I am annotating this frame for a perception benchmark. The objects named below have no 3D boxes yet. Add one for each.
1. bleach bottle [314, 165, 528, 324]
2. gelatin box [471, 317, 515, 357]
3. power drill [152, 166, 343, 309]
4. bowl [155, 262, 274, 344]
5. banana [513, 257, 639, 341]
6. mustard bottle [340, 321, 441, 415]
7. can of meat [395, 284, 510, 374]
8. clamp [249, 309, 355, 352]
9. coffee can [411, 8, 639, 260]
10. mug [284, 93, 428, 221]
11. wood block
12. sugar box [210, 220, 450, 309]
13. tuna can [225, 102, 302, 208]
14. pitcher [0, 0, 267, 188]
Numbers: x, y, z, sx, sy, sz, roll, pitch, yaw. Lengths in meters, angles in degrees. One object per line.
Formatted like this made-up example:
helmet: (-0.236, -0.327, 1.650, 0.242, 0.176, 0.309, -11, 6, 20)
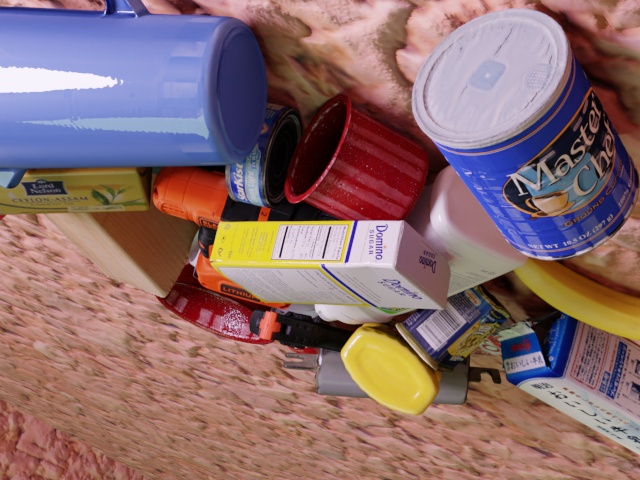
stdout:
bleach bottle: (0.067, 0.021, 0.944, 0.102, 0.068, 0.251, 27, 148, -24)
gelatin box: (0.164, 0.091, 1.120, 0.073, 0.030, 0.089, 1, 150, 41)
power drill: (-0.057, 0.001, 0.993, 0.184, 0.057, 0.188, 18, 156, 9)
bowl: (-0.119, 0.068, 1.301, 0.162, 0.055, 0.162, 19, 158, 8)
banana: (0.254, 0.051, 0.942, 0.198, 0.037, 0.070, 18, 140, 9)
mustard bottle: (0.076, 0.119, 1.069, 0.096, 0.058, 0.191, 36, -174, 6)
can of meat: (0.128, 0.077, 1.014, 0.057, 0.084, 0.102, 49, -172, 21)
clamp: (-0.032, 0.091, 1.105, 0.120, 0.039, 0.171, 5, 170, 28)
coffee can: (0.136, -0.066, 0.693, 0.103, 0.102, 0.140, 4, 152, 38)
mug: (0.026, -0.056, 0.848, 0.081, 0.093, 0.117, 26, 174, -21)
wood block: (-0.215, -0.035, 1.103, 0.090, 0.090, 0.206, 18, 158, 27)
sugar box: (0.008, 0.019, 0.861, 0.176, 0.048, 0.093, -2, 156, 32)
tuna can: (-0.045, -0.070, 0.875, 0.034, 0.086, 0.086, 14, 156, 17)
pitcher: (-0.170, -0.125, 0.811, 0.243, 0.145, 0.149, 3, 156, 20)
